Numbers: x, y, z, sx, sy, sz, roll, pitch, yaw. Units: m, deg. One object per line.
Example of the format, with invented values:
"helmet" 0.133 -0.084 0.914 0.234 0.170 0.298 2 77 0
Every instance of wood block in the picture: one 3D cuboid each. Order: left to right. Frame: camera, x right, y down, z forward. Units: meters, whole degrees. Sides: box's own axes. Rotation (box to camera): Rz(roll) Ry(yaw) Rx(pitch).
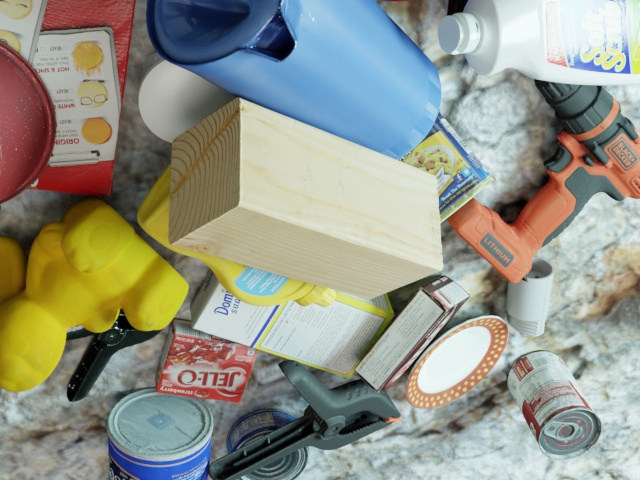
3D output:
"wood block" -0.008 -0.027 0.840 0.205 0.090 0.091 17 151 -37

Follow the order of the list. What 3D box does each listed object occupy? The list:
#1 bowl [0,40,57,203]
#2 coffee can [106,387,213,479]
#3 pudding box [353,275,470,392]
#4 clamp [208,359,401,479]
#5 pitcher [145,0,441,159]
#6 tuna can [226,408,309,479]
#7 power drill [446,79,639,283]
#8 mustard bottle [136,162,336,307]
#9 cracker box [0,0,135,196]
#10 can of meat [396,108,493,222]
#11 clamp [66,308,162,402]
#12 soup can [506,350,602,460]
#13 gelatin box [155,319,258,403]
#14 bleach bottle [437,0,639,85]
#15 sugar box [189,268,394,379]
"bowl" -0.282 -0.078 0.801 0.162 0.055 0.162 -4 123 -7
"coffee can" -0.162 0.234 1.071 0.102 0.103 0.140 -1 121 -12
"pudding box" 0.090 0.091 1.047 0.039 0.090 0.114 40 109 12
"clamp" 0.004 0.170 1.059 0.209 0.036 0.165 -3 136 -37
"pitcher" -0.012 -0.155 0.828 0.145 0.149 0.242 -5 160 34
"tuna can" -0.055 0.221 1.128 0.086 0.034 0.086 -6 122 -9
"power drill" 0.208 -0.062 0.999 0.188 0.057 0.184 -41 117 14
"mustard bottle" -0.056 0.001 0.911 0.191 0.058 0.096 39 86 -29
"cracker box" -0.235 -0.150 0.840 0.164 0.072 0.214 6 121 -14
"can of meat" 0.091 -0.057 0.954 0.102 0.057 0.084 -40 85 12
"clamp" -0.210 0.078 0.999 0.171 0.039 0.120 -40 139 9
"soup can" 0.244 0.171 1.122 0.068 0.102 0.068 -6 122 -9
"gelatin box" -0.112 0.121 1.056 0.089 0.030 0.073 11 118 -18
"bleach bottle" 0.203 -0.169 0.879 0.250 0.068 0.103 -10 120 -30
"sugar box" -0.028 0.066 1.033 0.176 0.048 0.093 23 116 -21
